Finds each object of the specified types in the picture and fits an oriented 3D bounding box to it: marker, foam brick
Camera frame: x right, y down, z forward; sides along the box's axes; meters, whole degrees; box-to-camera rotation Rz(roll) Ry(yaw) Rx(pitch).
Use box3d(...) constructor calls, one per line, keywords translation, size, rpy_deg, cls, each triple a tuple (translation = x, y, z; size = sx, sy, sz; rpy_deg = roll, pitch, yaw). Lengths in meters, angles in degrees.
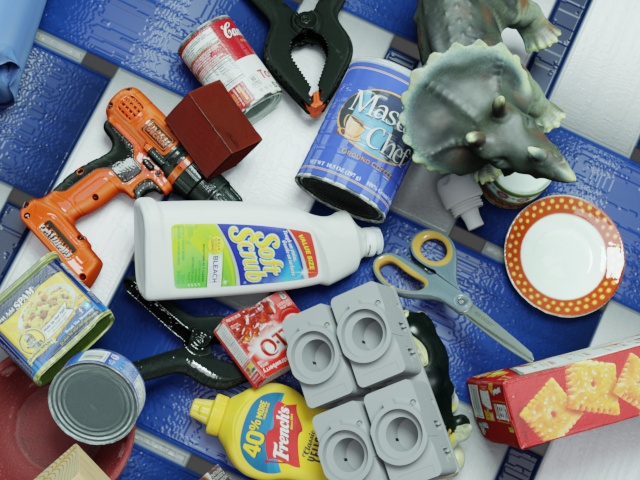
box3d(translation=(-0.273, 0.105, 1.083), size=(0.121, 0.020, 0.020), rpy_deg=(-43, 85, -9), cls="marker")
box3d(translation=(-0.108, -0.112, 1.076), size=(0.078, 0.051, 0.052), rpy_deg=(55, 42, 3), cls="foam brick")

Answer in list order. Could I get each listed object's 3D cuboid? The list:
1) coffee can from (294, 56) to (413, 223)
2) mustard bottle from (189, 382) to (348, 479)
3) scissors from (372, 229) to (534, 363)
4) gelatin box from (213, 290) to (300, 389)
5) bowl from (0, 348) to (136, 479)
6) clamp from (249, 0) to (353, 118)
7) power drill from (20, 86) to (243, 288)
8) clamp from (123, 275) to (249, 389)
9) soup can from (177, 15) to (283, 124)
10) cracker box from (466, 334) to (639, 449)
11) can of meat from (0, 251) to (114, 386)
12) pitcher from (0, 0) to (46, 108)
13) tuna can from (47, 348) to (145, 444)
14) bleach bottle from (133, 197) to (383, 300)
box3d(translation=(0.049, -0.103, 1.097), size=(0.103, 0.103, 0.140), rpy_deg=(25, 79, 1), cls="coffee can")
box3d(translation=(-0.037, 0.194, 1.061), size=(0.191, 0.058, 0.096), rpy_deg=(17, 78, 0), cls="mustard bottle")
box3d(translation=(0.146, 0.047, 1.076), size=(0.202, 0.016, 0.096), rpy_deg=(23, 62, 30), cls="scissors")
box3d(translation=(-0.050, 0.097, 1.068), size=(0.089, 0.030, 0.073), rpy_deg=(-25, 71, -41), cls="gelatin box")
box3d(translation=(-0.260, 0.184, 1.050), size=(0.162, 0.055, 0.162), rpy_deg=(1, 80, -3), cls="bowl")
box3d(translation=(-0.027, -0.231, 1.140), size=(0.164, 0.036, 0.210), rpy_deg=(0, 70, -1), cls="clamp")
box3d(translation=(-0.196, -0.039, 1.096), size=(0.187, 0.057, 0.184), rpy_deg=(-44, 85, -11), cls="power drill")
box3d(translation=(-0.131, 0.112, 1.060), size=(0.171, 0.039, 0.120), rpy_deg=(21, 59, -8), cls="clamp")
box3d(translation=(-0.094, -0.175, 1.119), size=(0.068, 0.068, 0.102), rpy_deg=(-35, 84, -9), cls="soup can")
box3d(translation=(0.265, 0.141, 1.034), size=(0.213, 0.164, 0.072), rpy_deg=(-13, 84, -6), cls="cracker box")
box3d(translation=(-0.260, 0.076, 1.016), size=(0.084, 0.057, 0.102), rpy_deg=(43, 74, 9), cls="can of meat")
box3d(translation=(-0.349, -0.270, 1.100), size=(0.149, 0.145, 0.243), rpy_deg=(20, 75, -12), cls="pitcher")
box3d(translation=(-0.207, 0.145, 0.996), size=(0.086, 0.033, 0.086), rpy_deg=(2, 109, 6), cls="tuna can")
box3d(translation=(-0.057, 0.001, 1.070), size=(0.250, 0.068, 0.102), rpy_deg=(-4, 106, -20), cls="bleach bottle")
